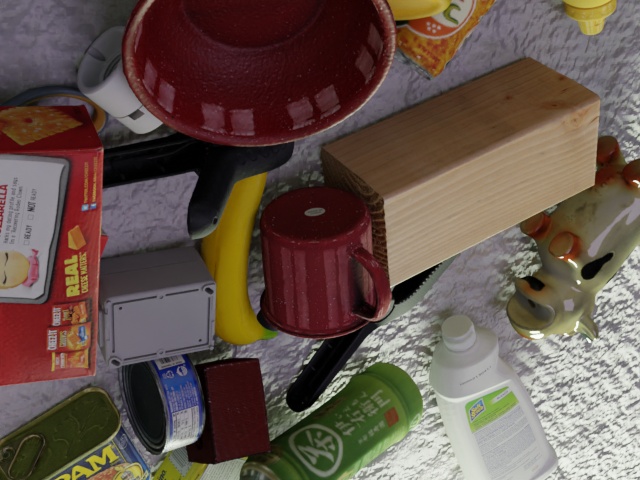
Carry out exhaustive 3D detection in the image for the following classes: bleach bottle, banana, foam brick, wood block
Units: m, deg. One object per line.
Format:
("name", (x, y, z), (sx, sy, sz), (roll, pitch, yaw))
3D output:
("bleach bottle", (0.169, 0.162, 1.070), (0.102, 0.068, 0.251), (-33, 132, -13))
("banana", (-0.065, 0.014, 0.817), (0.069, 0.037, 0.198), (-45, 147, -43))
("foam brick", (-0.077, 0.135, 0.853), (0.051, 0.053, 0.078), (-5, 85, -31))
("wood block", (0.113, -0.059, 0.853), (0.205, 0.090, 0.091), (-26, 132, -20))

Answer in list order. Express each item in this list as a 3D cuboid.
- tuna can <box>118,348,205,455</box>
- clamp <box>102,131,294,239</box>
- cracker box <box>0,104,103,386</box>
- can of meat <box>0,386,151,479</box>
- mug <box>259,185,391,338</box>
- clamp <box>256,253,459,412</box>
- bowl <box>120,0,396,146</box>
("tuna can", (-0.121, 0.117, 0.810), (0.033, 0.086, 0.086), (-14, 127, -31))
("clamp", (-0.067, -0.053, 0.705), (0.171, 0.120, 0.039), (-30, 138, -35))
("cracker box", (-0.240, 0.008, 0.627), (0.213, 0.072, 0.164), (-4, 122, -21))
("can of meat", (-0.189, 0.175, 0.823), (0.102, 0.057, 0.084), (-31, 136, -13))
("mug", (0.006, 0.018, 0.785), (0.093, 0.117, 0.081), (-29, 132, -31))
("clamp", (0.037, 0.047, 0.896), (0.210, 0.036, 0.164), (-39, 150, -9))
("bowl", (-0.038, -0.128, 0.638), (0.162, 0.055, 0.162), (-5, 144, -4))
